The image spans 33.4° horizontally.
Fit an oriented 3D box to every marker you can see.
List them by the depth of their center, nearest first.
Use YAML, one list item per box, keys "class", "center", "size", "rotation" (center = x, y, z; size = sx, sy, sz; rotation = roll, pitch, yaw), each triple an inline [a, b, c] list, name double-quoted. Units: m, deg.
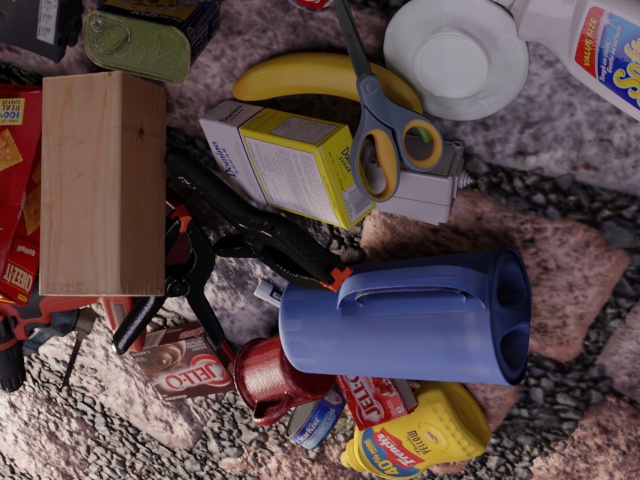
- class: "marker"
  center: [-0.017, 0.081, 1.184]
  size: [0.121, 0.020, 0.020]
  rotation: [30, 132, -4]

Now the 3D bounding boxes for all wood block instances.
- class: "wood block"
  center: [-0.207, -0.049, 1.026]
  size: [0.090, 0.090, 0.206]
  rotation: [-1, 86, 22]

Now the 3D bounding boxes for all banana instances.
- class: "banana"
  center: [0.010, -0.138, 0.973]
  size: [0.198, 0.037, 0.070]
  rotation: [17, 121, 16]

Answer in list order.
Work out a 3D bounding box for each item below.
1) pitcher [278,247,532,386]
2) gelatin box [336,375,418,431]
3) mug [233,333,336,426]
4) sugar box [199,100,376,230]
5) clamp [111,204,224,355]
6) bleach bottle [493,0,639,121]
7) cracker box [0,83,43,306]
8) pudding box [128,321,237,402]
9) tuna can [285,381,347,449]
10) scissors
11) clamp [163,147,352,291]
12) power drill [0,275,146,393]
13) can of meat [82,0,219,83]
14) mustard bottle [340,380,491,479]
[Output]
- class: "pitcher"
  center: [0.080, 0.074, 1.067]
  size: [0.243, 0.144, 0.149]
  rotation: [-4, 110, 27]
- class: "gelatin box"
  center: [0.058, 0.160, 1.188]
  size: [0.073, 0.030, 0.089]
  rotation: [-27, 84, 37]
- class: "mug"
  center: [-0.040, 0.153, 1.179]
  size: [0.093, 0.117, 0.082]
  rotation: [44, 138, -21]
- class: "sugar box"
  center: [-0.033, -0.074, 0.997]
  size: [0.176, 0.048, 0.093]
  rotation: [22, 141, 47]
- class: "clamp"
  center: [-0.159, 0.048, 1.095]
  size: [0.120, 0.039, 0.171]
  rotation: [-13, 119, -23]
- class: "bleach bottle"
  center: [0.251, -0.148, 0.864]
  size: [0.251, 0.068, 0.103]
  rotation: [26, 132, 2]
- class: "cracker box"
  center: [-0.354, -0.053, 1.076]
  size: [0.164, 0.213, 0.072]
  rotation: [7, 164, 16]
- class: "pudding box"
  center: [-0.159, 0.145, 1.278]
  size: [0.114, 0.039, 0.090]
  rotation: [-13, 123, 29]
- class: "tuna can"
  center: [-0.004, 0.197, 1.231]
  size: [0.033, 0.086, 0.086]
  rotation: [32, 132, -9]
- class: "scissors"
  center: [0.059, -0.129, 0.908]
  size: [0.096, 0.016, 0.202]
  rotation: [-13, 116, -18]
- class: "clamp"
  center: [-0.057, 0.001, 1.060]
  size: [0.210, 0.036, 0.164]
  rotation: [30, 158, 25]
- class: "power drill"
  center: [-0.286, 0.087, 1.150]
  size: [0.187, 0.057, 0.184]
  rotation: [-4, 125, 0]
- class: "can of meat"
  center: [-0.150, -0.194, 0.965]
  size: [0.102, 0.083, 0.057]
  rotation: [14, 132, 10]
- class: "mustard bottle"
  center: [0.096, 0.228, 1.235]
  size: [0.192, 0.058, 0.096]
  rotation: [-30, 104, 37]
